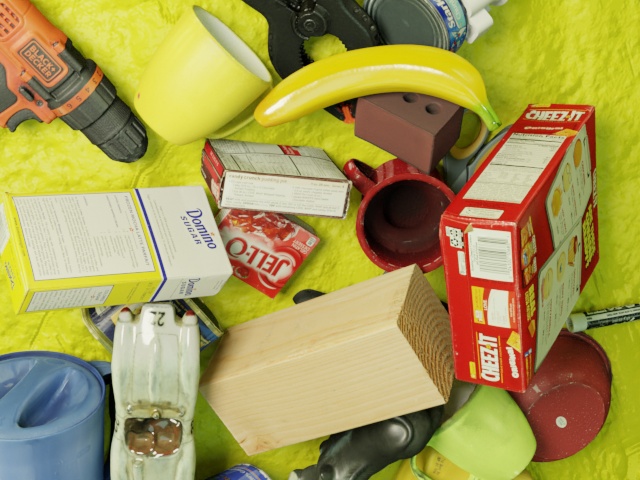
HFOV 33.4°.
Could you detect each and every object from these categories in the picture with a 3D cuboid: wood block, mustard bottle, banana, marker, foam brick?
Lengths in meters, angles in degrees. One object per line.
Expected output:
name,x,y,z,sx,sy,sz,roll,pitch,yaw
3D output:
wood block,0.009,0.107,0.939,0.206,0.090,0.090,-21,116,29
mustard bottle,0.173,0.274,1.132,0.191,0.058,0.096,19,107,-22
banana,0.046,-0.124,0.854,0.198,0.069,0.037,1,154,9
marker,0.313,0.076,1.103,0.121,0.020,0.020,-9,116,-12
foam brick,0.075,-0.103,0.896,0.053,0.078,0.051,-49,157,-28

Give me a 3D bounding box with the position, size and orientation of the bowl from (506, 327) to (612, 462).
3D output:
bowl,0.241,0.173,1.107,0.162,0.055,0.162,-6,115,-12

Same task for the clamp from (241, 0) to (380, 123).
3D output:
clamp,-0.018,-0.186,0.871,0.165,0.036,0.210,-7,128,13

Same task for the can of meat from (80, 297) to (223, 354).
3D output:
can of meat,-0.149,0.072,0.953,0.084,0.057,0.102,-38,117,2

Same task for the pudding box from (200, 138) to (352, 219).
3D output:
pudding box,-0.040,-0.053,0.907,0.113,0.090,0.039,3,112,-17

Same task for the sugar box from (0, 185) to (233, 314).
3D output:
sugar box,-0.168,0.005,0.869,0.175,0.093,0.048,-2,148,-35

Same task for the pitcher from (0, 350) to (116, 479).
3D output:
pitcher,-0.248,0.227,0.966,0.149,0.145,0.243,2,117,-3

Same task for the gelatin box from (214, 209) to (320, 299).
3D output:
gelatin box,-0.056,0.001,0.961,0.089,0.030,0.073,34,101,-25

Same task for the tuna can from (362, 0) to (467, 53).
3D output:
tuna can,0.078,-0.181,0.883,0.033,0.086,0.086,-45,123,-31

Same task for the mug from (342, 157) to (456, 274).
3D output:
mug,0.067,-0.033,0.945,0.117,0.081,0.093,34,107,-10

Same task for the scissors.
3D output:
scissors,0.108,-0.049,0.992,0.202,0.016,0.096,-39,116,4

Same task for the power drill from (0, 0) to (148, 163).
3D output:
power drill,-0.256,-0.087,0.853,0.187,0.057,0.184,-40,117,3

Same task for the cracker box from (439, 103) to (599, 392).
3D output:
cracker box,0.176,0.000,0.917,0.072,0.213,0.164,8,125,28
